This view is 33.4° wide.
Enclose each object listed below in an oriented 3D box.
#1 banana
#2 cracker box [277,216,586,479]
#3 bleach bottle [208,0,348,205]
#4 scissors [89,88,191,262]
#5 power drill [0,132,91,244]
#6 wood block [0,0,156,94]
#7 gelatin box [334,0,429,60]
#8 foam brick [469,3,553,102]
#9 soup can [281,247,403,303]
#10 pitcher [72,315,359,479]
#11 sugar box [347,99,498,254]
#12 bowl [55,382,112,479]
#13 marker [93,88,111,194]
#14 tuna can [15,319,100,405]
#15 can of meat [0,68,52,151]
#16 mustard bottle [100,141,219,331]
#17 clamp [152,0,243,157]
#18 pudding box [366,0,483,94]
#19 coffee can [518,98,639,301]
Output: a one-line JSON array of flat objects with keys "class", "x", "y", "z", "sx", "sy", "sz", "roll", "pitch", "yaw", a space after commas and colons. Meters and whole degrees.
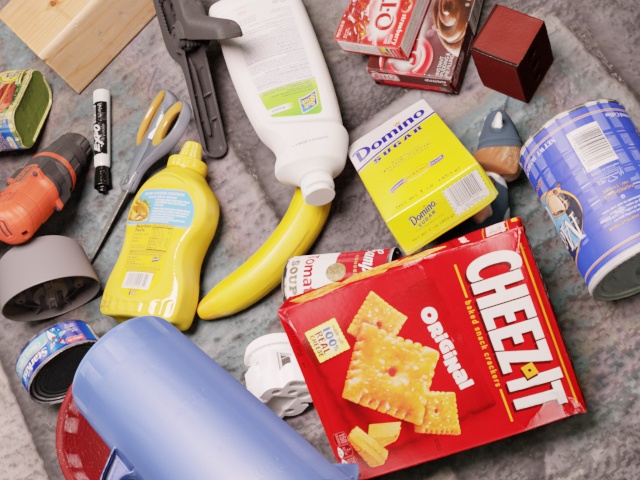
[{"class": "banana", "x": -0.043, "y": 0.003, "z": 1.032, "sx": 0.070, "sy": 0.037, "sz": 0.197, "roll": 23, "pitch": 76, "yaw": 47}, {"class": "cracker box", "x": 0.093, "y": 0.094, "z": 0.891, "sx": 0.214, "sy": 0.072, "sz": 0.164, "roll": -20, "pitch": 95, "yaw": 12}, {"class": "bleach bottle", "x": -0.037, "y": -0.139, "z": 1.047, "sx": 0.102, "sy": 0.068, "sz": 0.251, "roll": -19, "pitch": 58, "yaw": 5}, {"class": "scissors", "x": -0.183, "y": -0.067, "z": 1.095, "sx": 0.096, "sy": 0.016, "sz": 0.201, "roll": -3, "pitch": 64, "yaw": 53}, {"class": "power drill", "x": -0.339, "y": -0.041, "z": 1.107, "sx": 0.188, "sy": 0.057, "sz": 0.184, "roll": -19, "pitch": 24, "yaw": 23}, {"class": "wood block", "x": -0.239, "y": -0.278, "z": 1.174, "sx": 0.206, "sy": 0.090, "sz": 0.091, "roll": -46, "pitch": 64, "yaw": -2}, {"class": "gelatin box", "x": 0.063, "y": -0.225, "z": 1.041, "sx": 0.073, "sy": 0.030, "sz": 0.089, "roll": 14, "pitch": 78, "yaw": 29}, {"class": "foam brick", "x": 0.179, "y": -0.174, "z": 0.997, "sx": 0.051, "sy": 0.078, "sz": 0.053, "roll": 27, "pitch": 83, "yaw": 25}, {"class": "soup can", "x": 0.023, "y": 0.044, "z": 0.974, "sx": 0.102, "sy": 0.068, "sz": 0.068, "roll": -5, "pitch": 69, "yaw": 18}, {"class": "pitcher", "x": -0.102, "y": 0.176, "z": 0.868, "sx": 0.243, "sy": 0.149, "sz": 0.145, "roll": 39, "pitch": 104, "yaw": 29}, {"class": "sugar box", "x": 0.085, "y": -0.062, "z": 0.954, "sx": 0.093, "sy": 0.048, "sz": 0.176, "roll": -33, "pitch": 29, "yaw": 4}, {"class": "bowl", "x": -0.162, "y": 0.176, "z": 0.993, "sx": 0.162, "sy": 0.055, "sz": 0.162, "roll": -7, "pitch": 68, "yaw": 17}, {"class": "marker", "x": -0.234, "y": -0.106, "z": 1.146, "sx": 0.020, "sy": 0.020, "sz": 0.121, "roll": -11, "pitch": 67, "yaw": 15}, {"class": "tuna can", "x": -0.249, "y": 0.117, "z": 1.029, "sx": 0.086, "sy": 0.086, "sz": 0.034, "roll": -42, "pitch": 61, "yaw": 0}, {"class": "can of meat", "x": -0.351, "y": -0.141, "z": 1.167, "sx": 0.084, "sy": 0.057, "sz": 0.102, "roll": -3, "pitch": 48, "yaw": 15}, {"class": "mustard bottle", "x": -0.150, "y": -0.009, "z": 1.057, "sx": 0.096, "sy": 0.058, "sz": 0.191, "roll": 3, "pitch": 71, "yaw": 32}, {"class": "clamp", "x": -0.132, "y": -0.198, "z": 1.099, "sx": 0.036, "sy": 0.165, "sz": 0.210, "roll": -11, "pitch": 45, "yaw": -23}, {"class": "pudding box", "x": 0.105, "y": -0.205, "z": 1.056, "sx": 0.090, "sy": 0.039, "sz": 0.113, "roll": 11, "pitch": 74, "yaw": 24}, {"class": "coffee can", "x": 0.245, "y": -0.034, "z": 0.907, "sx": 0.103, "sy": 0.102, "sz": 0.140, "roll": -27, "pitch": 64, "yaw": 7}]
